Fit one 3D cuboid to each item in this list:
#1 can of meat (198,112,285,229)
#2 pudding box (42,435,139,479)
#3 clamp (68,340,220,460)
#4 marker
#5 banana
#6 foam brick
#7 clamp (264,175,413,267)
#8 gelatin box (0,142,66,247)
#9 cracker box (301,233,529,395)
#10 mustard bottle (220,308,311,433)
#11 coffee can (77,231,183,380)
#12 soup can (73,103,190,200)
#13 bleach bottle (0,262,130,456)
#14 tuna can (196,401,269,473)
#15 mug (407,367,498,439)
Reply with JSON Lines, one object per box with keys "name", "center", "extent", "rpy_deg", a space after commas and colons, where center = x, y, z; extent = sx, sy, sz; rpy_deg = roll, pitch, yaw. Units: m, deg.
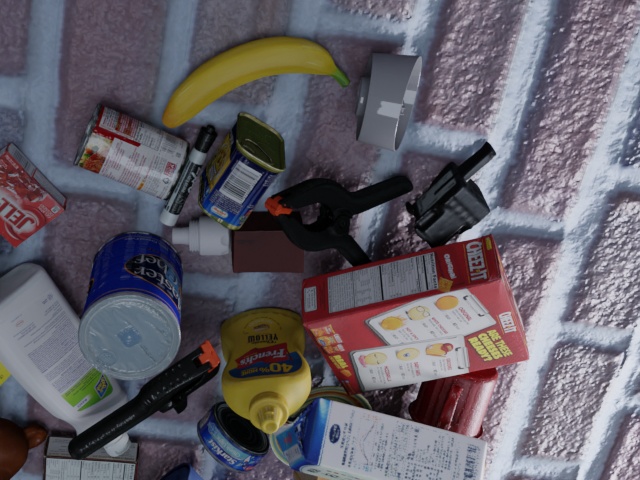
{"name": "can of meat", "center": [-0.082, -0.071, 1.095], "extent": [0.057, 0.102, 0.084], "rpy_deg": [30, 113, -18]}
{"name": "pudding box", "center": [-0.278, 0.282, 1.288], "extent": [0.113, 0.039, 0.090], "rpy_deg": [5, 124, -10]}
{"name": "clamp", "center": [-0.164, 0.165, 1.165], "extent": [0.210, 0.164, 0.036], "rpy_deg": [-40, 77, 35]}
{"name": "marker", "center": [-0.140, -0.070, 1.136], "extent": [0.020, 0.020, 0.121], "rpy_deg": [22, 113, -16]}
{"name": "banana", "center": [-0.071, -0.166, 1.080], "extent": [0.198, 0.037, 0.069], "rpy_deg": [-12, 109, 2]}
{"name": "foam brick", "center": [-0.058, 0.001, 1.162], "extent": [0.078, 0.051, 0.053], "rpy_deg": [1, 116, -6]}
{"name": "clamp", "center": [0.023, -0.031, 1.129], "extent": [0.171, 0.039, 0.120], "rpy_deg": [21, 91, -38]}
{"name": "gelatin box", "center": [-0.324, -0.046, 1.124], "extent": [0.073, 0.030, 0.089], "rpy_deg": [-34, 115, 12]}
{"name": "cracker box", "center": [0.104, 0.085, 1.164], "extent": [0.214, 0.072, 0.164], "rpy_deg": [-14, 140, 13]}
{"name": "mustard bottle", "center": [-0.059, 0.145, 1.156], "extent": [0.096, 0.191, 0.058], "rpy_deg": [-4, 117, -3]}
{"name": "coffee can", "center": [-0.198, 0.067, 1.132], "extent": [0.102, 0.140, 0.103], "rpy_deg": [-2, 117, -4]}
{"name": "soup can", "center": [-0.193, -0.090, 1.093], "extent": [0.102, 0.068, 0.069], "rpy_deg": [22, 113, -16]}
{"name": "bleach bottle", "center": [-0.291, 0.151, 1.196], "extent": [0.102, 0.068, 0.250], "rpy_deg": [-42, 122, -27]}
{"name": "tuna can", "center": [-0.102, 0.230, 1.256], "extent": [0.086, 0.086, 0.034], "rpy_deg": [35, 107, -20]}
{"name": "mug", "center": [0.155, 0.180, 1.241], "extent": [0.093, 0.117, 0.081], "rpy_deg": [21, 111, 12]}
